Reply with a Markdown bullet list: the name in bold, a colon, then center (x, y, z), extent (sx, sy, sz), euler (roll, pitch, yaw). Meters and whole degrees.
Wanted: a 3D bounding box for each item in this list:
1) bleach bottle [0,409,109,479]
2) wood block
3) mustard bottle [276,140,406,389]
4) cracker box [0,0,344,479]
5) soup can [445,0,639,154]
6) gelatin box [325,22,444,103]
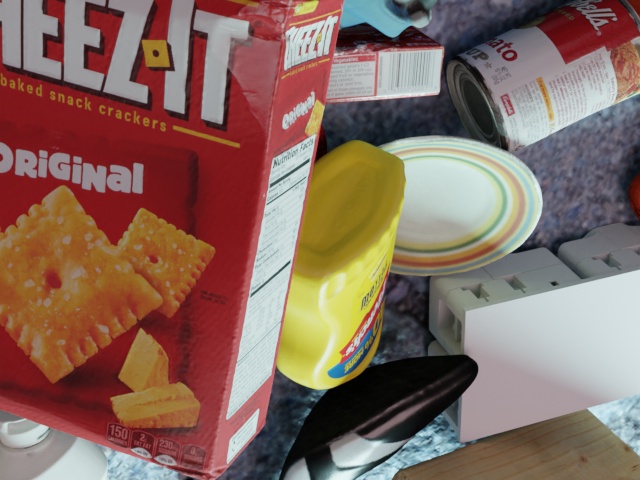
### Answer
- **bleach bottle**: center (-0.167, 0.207, 0.668), extent (0.102, 0.068, 0.251), euler (-31, 128, -37)
- **wood block**: center (0.132, 0.192, 0.730), extent (0.205, 0.090, 0.091), euler (-8, 133, -43)
- **mustard bottle**: center (0.008, 0.034, 0.631), extent (0.096, 0.058, 0.192), euler (-58, 164, -31)
- **cracker box**: center (-0.093, -0.021, 0.458), extent (0.164, 0.072, 0.214), euler (17, 113, 14)
- **soup can**: center (0.134, -0.098, 0.631), extent (0.102, 0.068, 0.068), euler (-26, 124, -7)
- **gelatin box**: center (0.011, -0.101, 0.575), extent (0.089, 0.073, 0.030), euler (-7, 118, -18)
